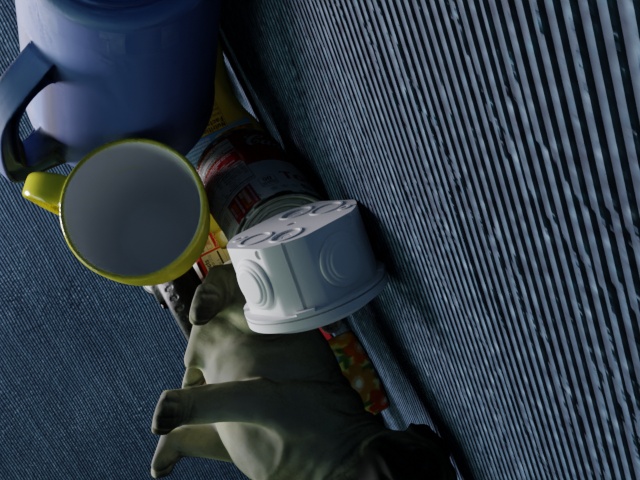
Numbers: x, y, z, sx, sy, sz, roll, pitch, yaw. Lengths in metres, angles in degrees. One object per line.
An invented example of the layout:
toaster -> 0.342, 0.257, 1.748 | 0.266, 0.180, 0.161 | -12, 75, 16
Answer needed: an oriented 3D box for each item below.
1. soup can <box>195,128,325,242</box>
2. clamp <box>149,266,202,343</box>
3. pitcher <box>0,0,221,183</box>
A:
soup can -> -0.038, -0.023, 0.701 | 0.102, 0.068, 0.068 | 53, 167, 55
clamp -> -0.113, 0.031, 0.820 | 0.210, 0.036, 0.164 | 58, 172, 15
pitcher -> -0.127, -0.123, 0.635 | 0.243, 0.145, 0.149 | 129, 143, -75
